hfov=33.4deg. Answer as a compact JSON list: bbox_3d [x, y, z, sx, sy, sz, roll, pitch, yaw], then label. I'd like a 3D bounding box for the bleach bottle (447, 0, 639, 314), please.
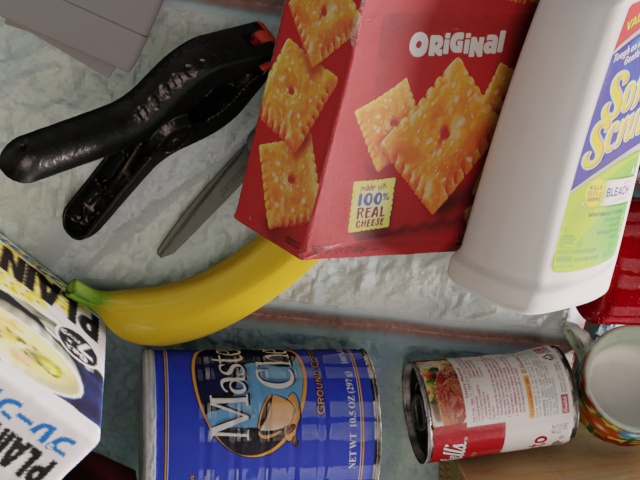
[{"bbox_3d":[0.142,-0.090,0.575,0.102,0.068,0.251,-8,116,-44],"label":"bleach bottle"}]

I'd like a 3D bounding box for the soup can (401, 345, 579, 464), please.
[{"bbox_3d":[0.111,0.108,0.710,0.102,0.068,0.068,-6,111,-8],"label":"soup can"}]

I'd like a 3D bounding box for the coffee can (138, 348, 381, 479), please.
[{"bbox_3d":[-0.042,0.118,0.667,0.140,0.103,0.103,1,110,-11],"label":"coffee can"}]

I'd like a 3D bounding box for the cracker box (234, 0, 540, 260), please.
[{"bbox_3d":[0.056,-0.099,0.586,0.163,0.072,0.214,-1,114,-43],"label":"cracker box"}]

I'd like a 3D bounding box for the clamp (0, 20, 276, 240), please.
[{"bbox_3d":[-0.097,-0.068,0.594,0.171,0.120,0.039,-41,80,2],"label":"clamp"}]

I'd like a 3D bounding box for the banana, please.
[{"bbox_3d":[-0.053,0.016,0.657,0.197,0.037,0.069,-26,130,-6],"label":"banana"}]

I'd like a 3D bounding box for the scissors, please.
[{"bbox_3d":[-0.014,-0.058,0.655,0.096,0.016,0.202,24,104,-17],"label":"scissors"}]
